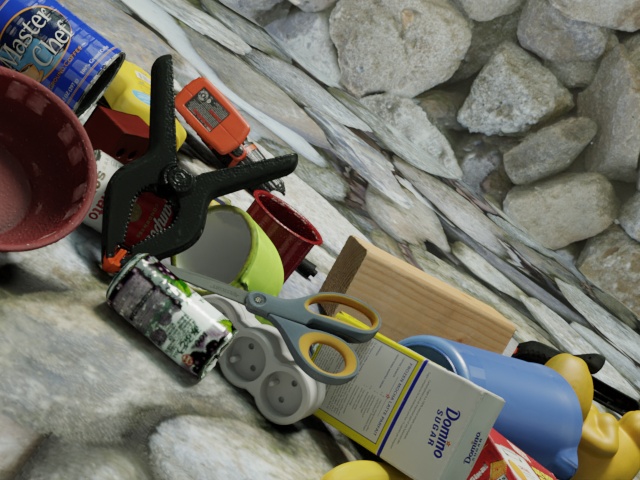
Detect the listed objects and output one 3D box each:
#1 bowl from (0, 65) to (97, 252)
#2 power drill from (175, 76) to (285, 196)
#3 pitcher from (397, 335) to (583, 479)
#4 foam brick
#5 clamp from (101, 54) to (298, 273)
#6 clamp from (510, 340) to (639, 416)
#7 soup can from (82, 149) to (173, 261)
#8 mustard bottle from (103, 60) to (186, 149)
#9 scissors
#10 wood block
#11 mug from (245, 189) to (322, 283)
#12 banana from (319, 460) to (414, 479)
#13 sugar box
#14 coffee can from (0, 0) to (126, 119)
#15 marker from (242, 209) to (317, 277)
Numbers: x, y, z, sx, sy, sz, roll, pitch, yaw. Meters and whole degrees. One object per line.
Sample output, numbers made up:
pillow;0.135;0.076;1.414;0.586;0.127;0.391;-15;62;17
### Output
bowl;-0.257;-0.054;0.821;0.161;0.055;0.162;18;56;-28
power drill;-0.121;-0.131;1.410;0.184;0.057;0.187;45;-5;8
pitcher;0.144;0.161;1.050;0.242;0.149;0.145;25;61;-51
foam brick;-0.222;-0.109;1.177;0.051;0.053;0.078;44;16;21
clamp;-0.138;-0.061;0.966;0.164;0.209;0.036;43;-27;-4
clamp;0.296;0.154;1.290;0.172;0.039;0.120;18;-30;41
soup can;-0.182;-0.031;0.997;0.102;0.068;0.068;32;15;-21
mustard bottle;-0.216;-0.154;1.324;0.096;0.058;0.192;34;13;-41
scissors;-0.047;0.070;0.896;0.201;0.016;0.096;9;52;-9
wood block;0.111;0.084;1.250;0.206;0.090;0.091;27;7;-16
mug;-0.058;0.001;1.176;0.093;0.081;0.117;36;14;-8
banana;0.056;0.212;0.879;0.197;0.037;0.070;27;16;-39
sugar box;0.063;0.137;0.915;0.176;0.093;0.048;27;-2;40
coffee can;-0.305;-0.212;1.195;0.140;0.103;0.102;37;14;-5
marker;-0.053;0.006;1.305;0.121;0.020;0.020;37;14;-4
